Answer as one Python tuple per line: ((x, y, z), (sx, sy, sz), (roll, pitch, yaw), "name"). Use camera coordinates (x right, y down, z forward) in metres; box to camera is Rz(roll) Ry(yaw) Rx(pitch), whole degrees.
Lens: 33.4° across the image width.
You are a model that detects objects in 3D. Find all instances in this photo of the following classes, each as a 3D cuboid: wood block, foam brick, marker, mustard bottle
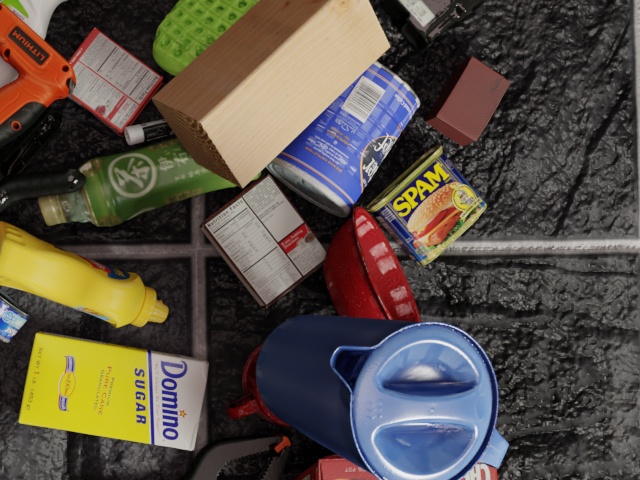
((-0.046, -0.160, 1.016), (0.206, 0.090, 0.090), (-45, 133, -14), "wood block")
((0.157, -0.148, 1.144), (0.053, 0.051, 0.078), (33, 84, -7), "foam brick")
((-0.142, -0.121, 1.102), (0.121, 0.020, 0.020), (-16, 90, -22), "marker")
((-0.237, 0.042, 1.048), (0.191, 0.096, 0.058), (24, 84, -27), "mustard bottle")

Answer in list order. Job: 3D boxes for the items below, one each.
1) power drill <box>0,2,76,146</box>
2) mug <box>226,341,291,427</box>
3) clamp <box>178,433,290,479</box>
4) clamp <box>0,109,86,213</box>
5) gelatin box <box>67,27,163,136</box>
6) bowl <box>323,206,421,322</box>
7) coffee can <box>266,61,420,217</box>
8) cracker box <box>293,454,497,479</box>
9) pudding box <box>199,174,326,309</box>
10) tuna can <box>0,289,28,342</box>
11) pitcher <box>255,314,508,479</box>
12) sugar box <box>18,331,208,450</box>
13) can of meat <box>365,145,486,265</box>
((-0.338, -0.131, 1.001), (0.184, 0.057, 0.187), (42, 79, -8), "power drill")
((-0.041, 0.150, 1.085), (0.117, 0.081, 0.093), (-23, 91, -9), "mug")
((-0.123, 0.262, 1.091), (0.210, 0.036, 0.164), (-45, 95, -10), "clamp")
((-0.310, -0.054, 1.049), (0.171, 0.120, 0.039), (-36, 132, -6), "clamp")
((-0.218, -0.162, 1.098), (0.089, 0.030, 0.073), (36, 82, -7), "gelatin box")
((0.047, 0.049, 1.079), (0.055, 0.162, 0.162), (-24, 91, 13), "bowl")
((0.022, -0.109, 1.095), (0.103, 0.103, 0.140), (34, 83, -6), "coffee can")
((0.065, 0.247, 1.030), (0.164, 0.214, 0.072), (-1, 73, -8), "cracker box")
((-0.057, 0.001, 1.112), (0.090, 0.039, 0.113), (-38, 92, -8), "pudding box")
((-0.328, 0.061, 1.044), (0.086, 0.086, 0.033), (39, 81, -5), "tuna can")
((0.043, 0.133, 0.928), (0.144, 0.243, 0.149), (-18, 98, -23), "pitcher")
((-0.207, 0.152, 1.079), (0.176, 0.048, 0.093), (10, 86, -7), "sugar box")
((0.114, -0.036, 1.130), (0.102, 0.057, 0.084), (-42, 96, -8), "can of meat")
